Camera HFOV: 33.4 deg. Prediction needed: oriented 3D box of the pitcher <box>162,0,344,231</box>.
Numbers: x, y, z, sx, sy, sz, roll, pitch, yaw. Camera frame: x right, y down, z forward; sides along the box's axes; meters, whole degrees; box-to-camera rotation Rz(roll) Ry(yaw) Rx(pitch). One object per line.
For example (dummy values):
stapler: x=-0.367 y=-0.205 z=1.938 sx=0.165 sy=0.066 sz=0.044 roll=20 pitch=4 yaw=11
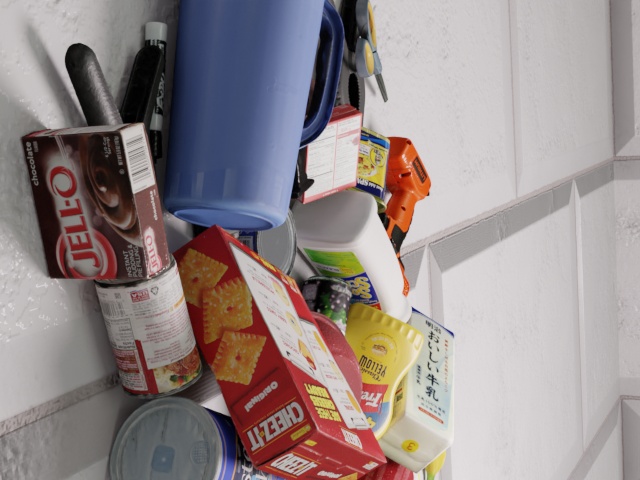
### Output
pitcher: x=-0.062 y=-0.133 z=0.944 sx=0.145 sy=0.149 sz=0.243 roll=78 pitch=18 yaw=-80

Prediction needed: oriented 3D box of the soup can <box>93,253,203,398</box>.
soup can: x=-0.139 y=0.067 z=0.864 sx=0.068 sy=0.069 sz=0.102 roll=-45 pitch=128 yaw=-56

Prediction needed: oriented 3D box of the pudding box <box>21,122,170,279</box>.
pudding box: x=-0.164 y=-0.028 z=0.785 sx=0.039 sy=0.090 sz=0.113 roll=-33 pitch=118 yaw=-62

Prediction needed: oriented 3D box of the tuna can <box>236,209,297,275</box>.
tuna can: x=-0.057 y=0.001 z=1.074 sx=0.086 sy=0.034 sz=0.086 roll=0 pitch=90 yaw=-64

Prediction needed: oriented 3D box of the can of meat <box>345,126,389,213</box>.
can of meat: x=0.029 y=-0.083 z=1.197 sx=0.101 sy=0.058 sz=0.084 roll=20 pitch=66 yaw=-33

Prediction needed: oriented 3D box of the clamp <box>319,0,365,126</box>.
clamp: x=0.022 y=-0.211 z=1.231 sx=0.164 sy=0.036 sz=0.210 roll=-10 pitch=98 yaw=-69

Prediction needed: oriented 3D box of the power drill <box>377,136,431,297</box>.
power drill: x=0.078 y=-0.037 z=1.335 sx=0.184 sy=0.057 sz=0.187 roll=60 pitch=41 yaw=-47

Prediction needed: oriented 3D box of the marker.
marker: x=-0.142 y=-0.125 z=0.912 sx=0.020 sy=0.020 sz=0.121 roll=9 pitch=82 yaw=-64

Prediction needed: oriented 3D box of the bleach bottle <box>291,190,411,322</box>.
bleach bottle: x=0.053 y=0.039 z=1.224 sx=0.250 sy=0.103 sz=0.068 roll=56 pitch=48 yaw=-49

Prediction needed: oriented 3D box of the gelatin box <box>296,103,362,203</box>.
gelatin box: x=0.004 y=-0.090 z=1.097 sx=0.073 sy=0.030 sz=0.089 roll=-21 pitch=129 yaw=-35

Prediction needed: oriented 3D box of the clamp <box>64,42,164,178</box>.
clamp: x=-0.163 y=-0.078 z=0.846 sx=0.120 sy=0.039 sz=0.171 roll=0 pitch=90 yaw=-62

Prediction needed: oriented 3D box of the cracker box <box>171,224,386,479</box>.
cracker box: x=-0.041 y=0.109 z=0.946 sx=0.214 sy=0.072 sz=0.164 roll=62 pitch=11 yaw=29

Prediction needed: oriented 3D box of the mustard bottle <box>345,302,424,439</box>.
mustard bottle: x=0.038 y=0.173 z=1.200 sx=0.191 sy=0.096 sz=0.058 roll=-66 pitch=-170 yaw=-13

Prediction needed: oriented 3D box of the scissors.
scissors: x=0.062 y=-0.199 z=1.276 sx=0.201 sy=0.016 sz=0.096 roll=72 pitch=22 yaw=-54

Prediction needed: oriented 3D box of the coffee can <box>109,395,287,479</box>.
coffee can: x=-0.098 y=0.196 z=0.909 sx=0.140 sy=0.103 sz=0.103 roll=38 pitch=56 yaw=-59
